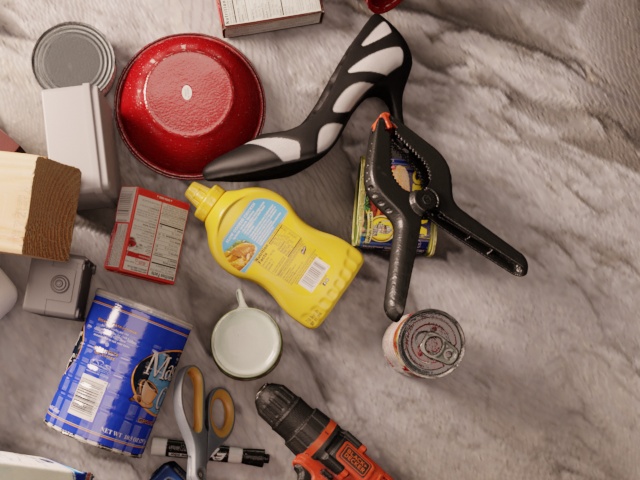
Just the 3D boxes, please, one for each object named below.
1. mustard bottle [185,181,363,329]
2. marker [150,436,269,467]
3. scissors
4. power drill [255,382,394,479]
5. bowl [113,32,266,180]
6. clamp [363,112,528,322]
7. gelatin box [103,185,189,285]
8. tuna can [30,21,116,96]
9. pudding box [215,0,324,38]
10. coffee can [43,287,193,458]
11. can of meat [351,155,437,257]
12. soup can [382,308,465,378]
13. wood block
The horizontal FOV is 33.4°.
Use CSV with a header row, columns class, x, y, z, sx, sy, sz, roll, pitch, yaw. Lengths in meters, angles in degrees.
class,x,y,z,sx,sy,sz,roll,pitch,yaw
mustard bottle,-0.057,0.001,1.100,0.191,0.058,0.096,35,86,-1
marker,-0.112,0.217,1.090,0.121,0.020,0.020,7,83,-5
scissors,-0.110,0.223,1.046,0.016,0.096,0.202,-17,71,29
power drill,-0.029,0.252,1.041,0.184,0.057,0.187,40,56,2
bowl,-0.136,-0.146,1.112,0.162,0.055,0.162,1,83,-5
clamp,0.110,-0.032,1.062,0.164,0.036,0.210,-10,72,-23
gelatin box,-0.176,-0.004,1.085,0.073,0.030,0.089,18,80,-47
tuna can,-0.257,-0.183,1.115,0.086,0.034,0.086,1,83,-5
pudding box,-0.058,-0.272,1.143,0.113,0.039,0.090,-10,85,-5
coffee can,-0.197,0.130,1.050,0.103,0.103,0.140,21,82,-3
can of meat,0.079,-0.037,1.119,0.084,0.057,0.102,5,83,-3
soup can,0.102,0.106,1.081,0.068,0.102,0.068,1,83,-5
wood block,-0.338,-0.039,0.983,0.206,0.090,0.090,7,87,15
